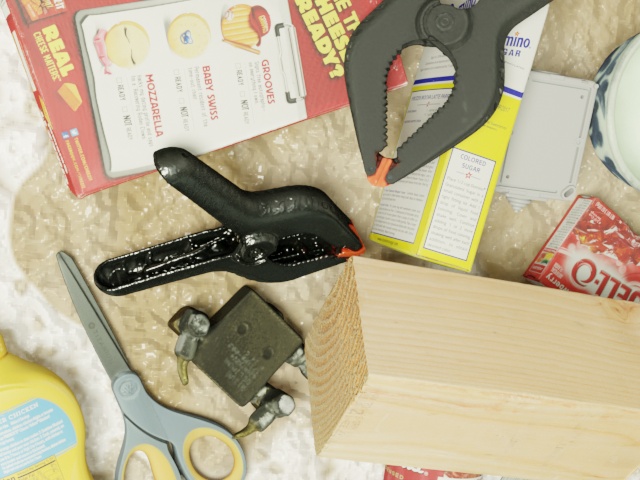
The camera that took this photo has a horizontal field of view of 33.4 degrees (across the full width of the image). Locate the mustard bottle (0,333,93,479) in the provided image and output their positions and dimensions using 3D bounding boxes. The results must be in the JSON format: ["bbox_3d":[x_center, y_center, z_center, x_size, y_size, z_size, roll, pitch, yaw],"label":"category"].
[{"bbox_3d":[-0.187,0.132,0.646,0.096,0.058,0.191,-21,102,-18],"label":"mustard bottle"}]

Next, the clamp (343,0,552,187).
[{"bbox_3d":[0.064,-0.134,0.622,0.164,0.036,0.210,30,95,4],"label":"clamp"}]

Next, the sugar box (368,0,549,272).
[{"bbox_3d":[0.087,-0.074,0.687,0.048,0.093,0.176,19,91,-19],"label":"sugar box"}]

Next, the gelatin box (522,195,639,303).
[{"bbox_3d":[0.201,0.022,0.765,0.089,0.030,0.073,37,85,-17],"label":"gelatin box"}]

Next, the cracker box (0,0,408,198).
[{"bbox_3d":[-0.075,-0.137,0.644,0.213,0.072,0.164,-21,102,-14],"label":"cracker box"}]

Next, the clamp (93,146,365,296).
[{"bbox_3d":[-0.054,0.001,0.665,0.171,0.120,0.039,13,49,-37],"label":"clamp"}]

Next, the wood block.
[{"bbox_3d":[0.103,0.085,0.659,0.205,0.091,0.090,9,136,-18],"label":"wood block"}]

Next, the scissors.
[{"bbox_3d":[-0.104,0.097,0.690,0.096,0.016,0.202,-11,99,-17],"label":"scissors"}]
